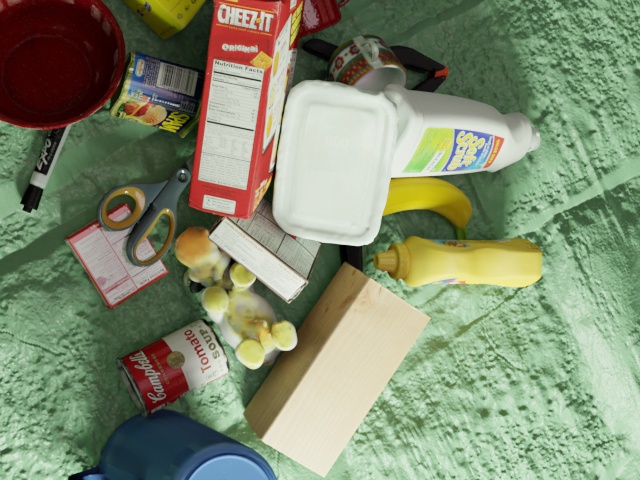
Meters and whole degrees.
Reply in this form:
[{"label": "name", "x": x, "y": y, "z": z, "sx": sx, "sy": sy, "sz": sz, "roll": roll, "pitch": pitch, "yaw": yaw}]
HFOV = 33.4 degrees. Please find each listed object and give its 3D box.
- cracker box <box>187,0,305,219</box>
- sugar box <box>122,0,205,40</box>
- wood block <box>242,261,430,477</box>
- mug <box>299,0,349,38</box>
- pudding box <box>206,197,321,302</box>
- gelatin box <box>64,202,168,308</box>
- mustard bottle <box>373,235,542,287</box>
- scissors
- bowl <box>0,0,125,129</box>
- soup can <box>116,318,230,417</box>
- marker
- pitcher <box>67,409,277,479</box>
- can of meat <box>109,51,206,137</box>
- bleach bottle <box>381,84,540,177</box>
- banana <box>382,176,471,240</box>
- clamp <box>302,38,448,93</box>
[{"label": "cracker box", "x": -0.073, "y": -0.148, "z": 1.063, "sx": 0.072, "sy": 0.164, "sz": 0.214, "roll": 11, "pitch": 110, "yaw": 4}, {"label": "sugar box", "x": -0.201, "y": -0.284, "z": 1.082, "sx": 0.176, "sy": 0.093, "sz": 0.048, "roll": 41, "pitch": 77, "yaw": -17}, {"label": "wood block", "x": 0.015, "y": 0.138, "z": 1.166, "sx": 0.090, "sy": 0.090, "sz": 0.206, "roll": 34, "pitch": 89, "yaw": -19}, {"label": "mug", "x": -0.017, "y": -0.268, "z": 1.155, "sx": 0.117, "sy": 0.093, "sz": 0.081, "roll": -24, "pitch": 105, "yaw": -14}, {"label": "pudding box", "x": -0.057, "y": 0.001, "z": 1.120, "sx": 0.113, "sy": 0.090, "sz": 0.039, "roll": 37, "pitch": 117, "yaw": -7}, {"label": "gelatin box", "x": -0.214, "y": 0.016, "z": 1.123, "sx": 0.073, "sy": 0.030, "sz": 0.089, "roll": -34, "pitch": 103, "yaw": -18}, {"label": "mustard bottle", "x": 0.151, "y": 0.024, "z": 1.227, "sx": 0.191, "sy": 0.096, "sz": 0.058, "roll": 1, "pitch": 92, "yaw": -21}, {"label": "scissors", "x": -0.167, "y": -0.070, "z": 1.126, "sx": 0.096, "sy": 0.016, "sz": 0.201, "roll": 30, "pitch": 70, "yaw": -25}, {"label": "bowl", "x": -0.275, "y": -0.176, "z": 1.063, "sx": 0.162, "sy": 0.055, "sz": 0.162, "roll": 2, "pitch": 74, "yaw": -8}, {"label": "soup can", "x": -0.155, "y": 0.134, "z": 1.130, "sx": 0.102, "sy": 0.069, "sz": 0.068, "roll": -26, "pitch": 101, "yaw": -19}, {"label": "marker", "x": -0.280, "y": -0.085, "z": 1.099, "sx": 0.020, "sy": 0.020, "sz": 0.121, "roll": 23, "pitch": 84, "yaw": -20}, {"label": "pitcher", "x": -0.139, "y": 0.242, "z": 1.046, "sx": 0.145, "sy": 0.243, "sz": 0.149, "roll": 46, "pitch": 70, "yaw": -13}, {"label": "can of meat", "x": -0.167, "y": -0.151, "z": 1.096, "sx": 0.083, "sy": 0.102, "sz": 0.057, "roll": 14, "pitch": 77, "yaw": -19}, {"label": "bleach bottle", "x": 0.162, "y": -0.122, "z": 1.211, "sx": 0.250, "sy": 0.068, "sz": 0.103, "roll": -4, "pitch": 137, "yaw": -38}, {"label": "banana", "x": 0.109, "y": -0.040, "z": 1.212, "sx": 0.197, "sy": 0.037, "sz": 0.069, "roll": 9, "pitch": 93, "yaw": -37}, {"label": "clamp", "x": 0.063, "y": -0.169, "z": 1.218, "sx": 0.171, "sy": 0.039, "sz": 0.120, "roll": -2, "pitch": 99, "yaw": -14}]
